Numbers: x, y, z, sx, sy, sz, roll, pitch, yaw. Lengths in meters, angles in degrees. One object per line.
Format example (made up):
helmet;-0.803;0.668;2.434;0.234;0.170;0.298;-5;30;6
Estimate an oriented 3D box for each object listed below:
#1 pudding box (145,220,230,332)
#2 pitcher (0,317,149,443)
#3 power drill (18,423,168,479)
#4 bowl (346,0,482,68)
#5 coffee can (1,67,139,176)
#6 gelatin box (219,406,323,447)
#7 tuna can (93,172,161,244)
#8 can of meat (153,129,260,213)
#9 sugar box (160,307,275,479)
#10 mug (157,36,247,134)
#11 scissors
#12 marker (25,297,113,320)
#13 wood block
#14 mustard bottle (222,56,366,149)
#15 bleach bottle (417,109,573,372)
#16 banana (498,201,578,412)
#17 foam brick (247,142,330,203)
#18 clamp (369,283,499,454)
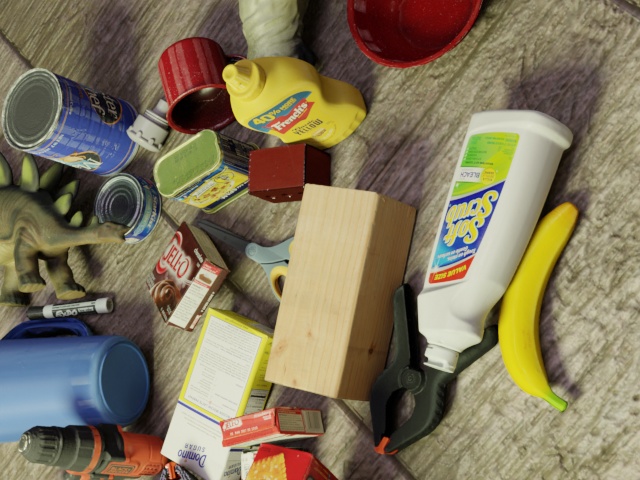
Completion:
pudding box;-0.154;0.041;1.223;0.090;0.039;0.114;-58;32;10
pitcher;-0.327;0.169;1.291;0.243;0.144;0.149;-8;88;28
power drill;-0.290;0.277;1.213;0.188;0.184;0.057;-46;47;28
bowl;0.110;-0.252;1.123;0.162;0.055;0.162;-7;76;32
coffee can;-0.306;-0.144;1.322;0.103;0.140;0.103;-7;76;32
gelatin box;-0.051;0.195;1.117;0.073;0.089;0.030;-19;71;29
tuna can;-0.240;-0.040;1.322;0.086;0.033;0.086;-7;76;32
can of meat;-0.128;-0.080;1.227;0.102;0.083;0.057;-30;66;25
sugar box;-0.107;0.173;1.186;0.093;0.048;0.176;21;96;36
mug;-0.133;-0.188;1.257;0.117;0.093;0.081;-17;63;-3
scissors;-0.058;0.001;1.206;0.202;0.016;0.096;45;103;31
marker;-0.317;0.087;1.341;0.121;0.020;0.020;-7;76;20
wood block;0.023;0.054;1.097;0.090;0.090;0.206;9;85;34
mustard bottle;-0.037;-0.148;1.116;0.096;0.191;0.058;-26;67;27
bleach bottle;0.155;0.003;1.012;0.103;0.068;0.251;8;77;52
banana;0.205;0.061;1.012;0.070;0.037;0.198;2;83;16
foam brick;-0.035;-0.074;1.183;0.078;0.052;0.051;-5;78;33
clamp;0.106;0.136;1.059;0.120;0.039;0.171;14;88;38
